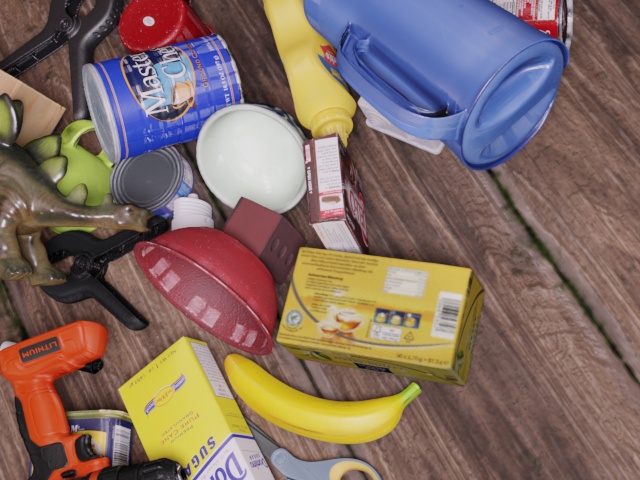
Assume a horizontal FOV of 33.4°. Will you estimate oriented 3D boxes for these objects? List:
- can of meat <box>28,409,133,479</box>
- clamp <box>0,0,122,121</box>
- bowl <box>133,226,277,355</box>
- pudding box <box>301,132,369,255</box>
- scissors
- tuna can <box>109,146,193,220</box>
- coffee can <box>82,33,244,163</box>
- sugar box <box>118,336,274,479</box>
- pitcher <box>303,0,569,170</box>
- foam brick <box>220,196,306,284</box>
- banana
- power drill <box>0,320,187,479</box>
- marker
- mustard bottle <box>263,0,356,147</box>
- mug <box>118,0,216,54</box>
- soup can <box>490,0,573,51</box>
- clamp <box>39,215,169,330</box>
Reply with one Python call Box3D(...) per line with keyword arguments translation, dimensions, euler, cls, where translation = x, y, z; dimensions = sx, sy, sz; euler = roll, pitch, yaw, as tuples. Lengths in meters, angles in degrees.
Box3D(translation=(-0.233, 0.212, 1.035), dimensions=(0.102, 0.057, 0.084), euler=(-6, 69, 18), cls="can of meat")
Box3D(translation=(-0.300, -0.243, 1.252), dimensions=(0.165, 0.036, 0.210), euler=(16, 79, 24), cls="clamp")
Box3D(translation=(-0.096, 0.037, 1.004), dimensions=(0.162, 0.162, 0.055), euler=(25, 65, 27), cls="bowl")
Box3D(translation=(0.016, -0.036, 1.010), dimensions=(0.039, 0.113, 0.090), euler=(-11, 67, 12), cls="pudding box")
Box3D(translation=(-0.015, 0.197, 0.984), dimensions=(0.096, 0.016, 0.202), euler=(-36, 60, 0), cls="scissors")
Box3D(translation=(-0.179, -0.062, 1.136), dimensions=(0.086, 0.033, 0.086), euler=(-7, 67, 17), cls="tuna can")
Box3D(translation=(-0.161, -0.147, 1.095), dimensions=(0.140, 0.103, 0.103), euler=(-18, 61, -18), cls="coffee can")
Box3D(translation=(-0.116, 0.188, 1.001), dimensions=(0.093, 0.048, 0.176), euler=(-40, 58, 15), cls="sugar box")
Box3D(translation=(0.089, -0.179, 0.970), dimensions=(0.243, 0.149, 0.145), euler=(42, 97, 30), cls="pitcher")
Box3D(translation=(-0.057, 0.001, 1.042), dimensions=(0.051, 0.078, 0.053), euler=(25, 80, 24), cls="foam brick")
Box3D(translation=(-0.009, 0.151, 0.991), dimensions=(0.198, 0.037, 0.069), euler=(8, 44, 20), cls="banana")
Box3D(translation=(-0.220, 0.173, 0.979), dimensions=(0.184, 0.057, 0.188), euler=(-19, 69, 13), cls="power drill")
Box3D(translation=(-0.279, 0.122, 1.109), dimensions=(0.121, 0.020, 0.020), euler=(6, 72, 22), cls="marker")
Box3D(translation=(-0.006, -0.169, 1.072), dimensions=(0.058, 0.096, 0.191), euler=(-23, 59, 13), cls="mustard bottle")
Box3D(translation=(-0.165, -0.233, 1.172), dimensions=(0.093, 0.081, 0.117), euler=(5, 71, 22), cls="mug")
Box3D(translation=(0.190, -0.214, 1.042), dimensions=(0.102, 0.068, 0.068), euler=(3, 71, 22), cls="soup can")
Box3D(translation=(-0.235, 0.020, 1.121), dimensions=(0.172, 0.039, 0.120), euler=(13, 73, 24), cls="clamp")
